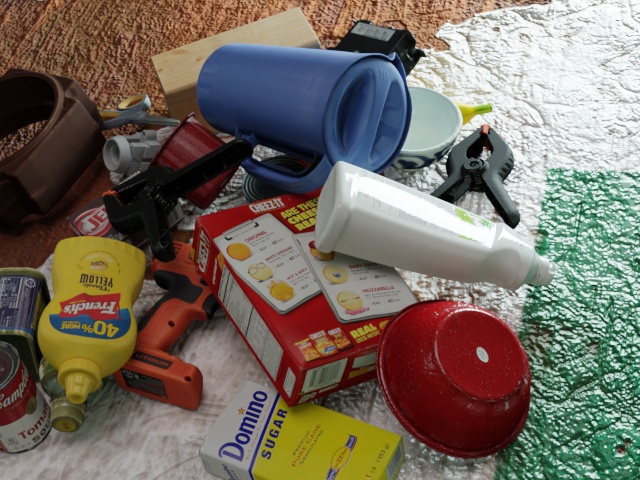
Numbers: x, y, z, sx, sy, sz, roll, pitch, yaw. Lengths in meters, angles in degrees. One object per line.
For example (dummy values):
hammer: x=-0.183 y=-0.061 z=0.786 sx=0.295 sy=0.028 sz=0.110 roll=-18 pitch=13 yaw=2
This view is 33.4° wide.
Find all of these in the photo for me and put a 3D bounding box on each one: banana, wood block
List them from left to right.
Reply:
wood block: x=-0.103 y=-0.215 z=1.389 sx=0.206 sy=0.091 sz=0.090 roll=-20 pitch=46 yaw=-6
banana: x=0.118 y=-0.181 z=1.345 sx=0.198 sy=0.037 sz=0.069 roll=30 pitch=41 yaw=33

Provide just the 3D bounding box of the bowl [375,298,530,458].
bowl: x=0.135 y=0.116 z=0.984 sx=0.162 sy=0.055 sz=0.162 roll=11 pitch=57 yaw=-17

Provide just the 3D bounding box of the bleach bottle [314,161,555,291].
bleach bottle: x=0.122 y=0.001 z=1.080 sx=0.250 sy=0.068 sz=0.102 roll=19 pitch=36 yaw=-11

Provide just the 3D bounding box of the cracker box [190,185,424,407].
cracker box: x=-0.011 y=0.051 z=1.073 sx=0.163 sy=0.072 sz=0.214 roll=-15 pitch=51 yaw=-30

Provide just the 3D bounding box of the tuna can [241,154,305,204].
tuna can: x=-0.048 y=-0.061 z=1.267 sx=0.086 sy=0.034 sz=0.086 roll=-7 pitch=46 yaw=7

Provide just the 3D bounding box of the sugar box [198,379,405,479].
sugar box: x=-0.018 y=0.199 z=1.000 sx=0.176 sy=0.048 sz=0.093 roll=16 pitch=52 yaw=25

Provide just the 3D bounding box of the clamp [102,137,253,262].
clamp: x=-0.180 y=-0.038 z=1.167 sx=0.210 sy=0.036 sz=0.164 roll=-5 pitch=44 yaw=45

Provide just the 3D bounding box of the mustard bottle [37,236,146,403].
mustard bottle: x=-0.231 y=0.081 z=1.066 sx=0.096 sy=0.058 sz=0.191 roll=10 pitch=44 yaw=-11

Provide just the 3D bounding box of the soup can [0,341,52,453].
soup can: x=-0.317 y=0.159 z=1.071 sx=0.068 sy=0.102 sz=0.068 roll=-7 pitch=45 yaw=7

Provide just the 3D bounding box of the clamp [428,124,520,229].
clamp: x=0.186 y=-0.069 z=1.214 sx=0.120 sy=0.039 sz=0.171 roll=13 pitch=51 yaw=22

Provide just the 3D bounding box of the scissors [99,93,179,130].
scissors: x=-0.224 y=-0.168 z=1.386 sx=0.202 sy=0.016 sz=0.096 roll=2 pitch=34 yaw=40

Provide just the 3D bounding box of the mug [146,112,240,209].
mug: x=-0.147 y=-0.091 z=1.279 sx=0.081 sy=0.117 sz=0.093 roll=37 pitch=91 yaw=-1

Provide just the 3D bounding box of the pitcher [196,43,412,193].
pitcher: x=-0.033 y=-0.146 z=1.188 sx=0.148 sy=0.145 sz=0.243 roll=-14 pitch=23 yaw=-42

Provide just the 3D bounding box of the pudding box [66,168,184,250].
pudding box: x=-0.232 y=-0.026 z=1.274 sx=0.113 sy=0.039 sz=0.090 roll=-36 pitch=49 yaw=-21

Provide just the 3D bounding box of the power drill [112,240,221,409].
power drill: x=-0.124 y=0.086 z=1.130 sx=0.185 sy=0.057 sz=0.187 roll=12 pitch=49 yaw=20

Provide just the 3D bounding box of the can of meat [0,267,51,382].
can of meat: x=-0.321 y=0.093 z=1.136 sx=0.057 sy=0.102 sz=0.084 roll=0 pitch=50 yaw=-3
